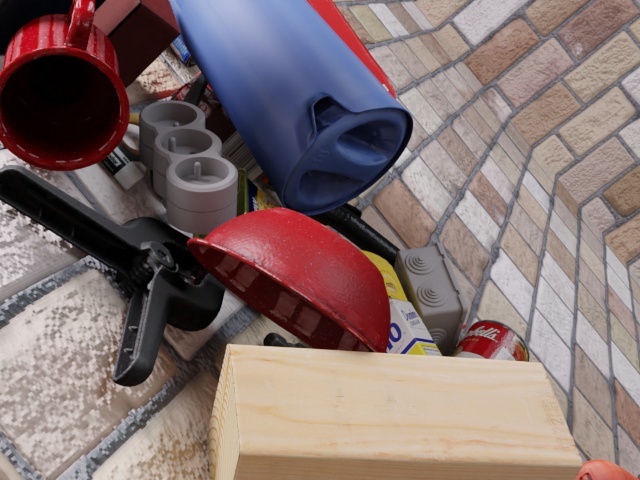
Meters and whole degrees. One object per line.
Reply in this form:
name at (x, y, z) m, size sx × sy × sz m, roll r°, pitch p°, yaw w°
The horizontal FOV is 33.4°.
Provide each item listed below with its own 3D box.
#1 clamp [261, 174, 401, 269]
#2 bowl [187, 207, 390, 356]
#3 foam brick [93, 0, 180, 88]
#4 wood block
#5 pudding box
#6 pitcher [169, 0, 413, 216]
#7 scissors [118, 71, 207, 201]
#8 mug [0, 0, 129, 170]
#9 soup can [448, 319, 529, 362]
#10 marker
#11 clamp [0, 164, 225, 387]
clamp at (0.006, -0.037, 1.118) m, size 0.171 × 0.039 × 0.120 m, roll 37°, pitch 1°, yaw -27°
bowl at (-0.009, 0.026, 0.726) m, size 0.162 × 0.055 × 0.162 m, roll 31°, pitch -14°, yaw 8°
foam brick at (-0.169, -0.183, 0.932) m, size 0.051 × 0.078 × 0.053 m, roll 30°, pitch 29°, yaw -44°
wood block at (0.040, 0.130, 0.660) m, size 0.206 × 0.091 × 0.090 m, roll 5°, pitch 38°, yaw -14°
pudding box at (-0.090, -0.115, 1.045) m, size 0.113 × 0.039 × 0.090 m, roll 47°, pitch 20°, yaw -10°
pitcher at (-0.035, -0.145, 0.960) m, size 0.144 × 0.149 × 0.243 m, roll -11°, pitch 56°, yaw -42°
scissors at (-0.135, -0.113, 0.925) m, size 0.096 × 0.016 × 0.201 m, roll 31°, pitch 37°, yaw -31°
mug at (-0.179, -0.118, 0.746) m, size 0.093 × 0.117 × 0.081 m, roll 10°, pitch 30°, yaw -18°
soup can at (0.151, 0.134, 1.038) m, size 0.068 × 0.069 × 0.102 m, roll 49°, pitch 50°, yaw -6°
marker at (-0.182, -0.089, 0.822) m, size 0.121 × 0.020 × 0.020 m, roll 49°, pitch 19°, yaw -6°
clamp at (-0.127, 0.015, 0.731) m, size 0.164 × 0.036 × 0.209 m, roll 53°, pitch 17°, yaw 9°
